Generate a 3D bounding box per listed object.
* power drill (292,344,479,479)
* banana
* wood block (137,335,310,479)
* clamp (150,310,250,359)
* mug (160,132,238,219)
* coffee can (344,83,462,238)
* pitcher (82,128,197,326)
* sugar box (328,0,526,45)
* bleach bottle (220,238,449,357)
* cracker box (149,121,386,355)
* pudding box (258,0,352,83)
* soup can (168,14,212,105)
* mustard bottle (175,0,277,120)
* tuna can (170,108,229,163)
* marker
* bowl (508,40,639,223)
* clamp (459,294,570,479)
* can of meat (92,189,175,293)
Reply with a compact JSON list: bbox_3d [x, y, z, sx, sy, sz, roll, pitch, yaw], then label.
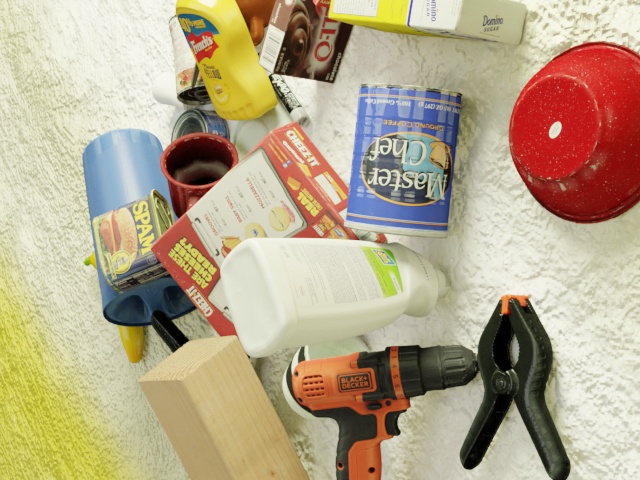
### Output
[{"bbox_3d":[0.073,0.197,1.043,0.184,0.057,0.187,-8,90,14],"label":"power drill"},{"bbox_3d":[-0.282,0.077,1.493,0.198,0.037,0.070,59,146,33],"label":"banana"},{"bbox_3d":[-0.101,0.217,1.179,0.091,0.090,0.206,-11,109,47],"label":"wood block"},{"bbox_3d":[-0.112,0.166,1.280,0.165,0.036,0.210,-19,87,30],"label":"clamp"},{"bbox_3d":[-0.143,-0.060,1.280,0.081,0.093,0.117,89,-178,-50],"label":"mug"},{"bbox_3d":[0.081,-0.077,1.043,0.103,0.102,0.140,10,96,48],"label":"coffee can"},{"bbox_3d":[-0.240,-0.014,1.386,0.149,0.145,0.243,-22,65,11],"label":"pitcher"},{"bbox_3d":[0.101,-0.221,1.034,0.176,0.093,0.048,22,105,47],"label":"sugar box"},{"bbox_3d":[0.031,0.048,0.983,0.068,0.250,0.102,-40,61,39],"label":"bleach bottle"},{"bbox_3d":[-0.058,0.001,1.158,0.214,0.072,0.164,-41,86,30],"label":"cracker box"},{"bbox_3d":[-0.010,-0.233,1.160,0.039,0.089,0.114,41,119,43],"label":"pudding box"},{"bbox_3d":[-0.152,-0.228,1.334,0.069,0.068,0.102,-22,72,46],"label":"soup can"},{"bbox_3d":[-0.118,-0.233,1.222,0.096,0.058,0.191,16,135,53],"label":"mustard bottle"},{"bbox_3d":[-0.154,-0.124,1.357,0.086,0.033,0.086,-3,87,48],"label":"tuna can"},{"bbox_3d":[-0.047,-0.179,1.251,0.020,0.020,0.121,-54,52,32],"label":"marker"},{"bbox_3d":[0.218,-0.096,0.926,0.162,0.055,0.162,-2,88,48],"label":"bowl"},{"bbox_3d":[0.171,0.138,0.983,0.120,0.039,0.171,-15,71,42],"label":"clamp"},{"bbox_3d":[-0.216,0.003,1.260,0.084,0.057,0.102,-22,62,10],"label":"can of meat"}]
